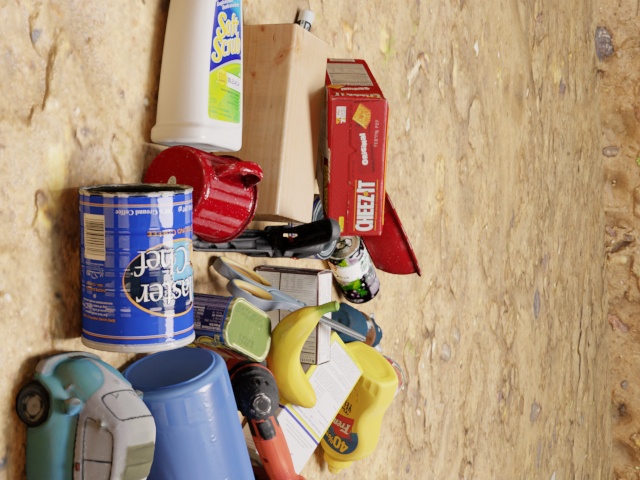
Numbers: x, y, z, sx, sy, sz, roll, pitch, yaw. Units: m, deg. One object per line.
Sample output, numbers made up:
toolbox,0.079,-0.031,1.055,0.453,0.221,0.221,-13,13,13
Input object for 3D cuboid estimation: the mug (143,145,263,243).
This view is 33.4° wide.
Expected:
mug,-0.112,-0.051,1.057,0.081,0.117,0.093,16,60,-59

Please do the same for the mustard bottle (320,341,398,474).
mustard bottle,0.041,0.236,1.426,0.058,0.096,0.192,-11,128,-38

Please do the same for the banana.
banana,-0.027,0.131,1.182,0.198,0.069,0.037,102,-3,-50

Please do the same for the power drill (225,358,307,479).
power drill,-0.051,0.218,1.147,0.184,0.057,0.187,-152,-137,-79

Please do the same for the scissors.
scissors,-0.031,0.077,1.178,0.016,0.201,0.096,-57,-170,14

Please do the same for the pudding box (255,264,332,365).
pudding box,-0.034,0.088,1.265,0.039,0.090,0.113,-12,105,-63

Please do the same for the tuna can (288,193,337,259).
tuna can,-0.007,-0.018,1.368,0.086,0.034,0.086,-17,109,-63

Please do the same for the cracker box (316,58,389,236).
cracker box,0.035,-0.117,1.279,0.214,0.072,0.164,-102,-168,-68

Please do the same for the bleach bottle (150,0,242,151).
bleach bottle,-0.118,-0.219,1.076,0.102,0.068,0.251,4,88,-65

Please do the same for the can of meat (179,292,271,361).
can of meat,-0.108,0.089,1.116,0.102,0.084,0.057,41,58,-59

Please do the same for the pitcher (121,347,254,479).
pitcher,-0.135,0.238,1.050,0.149,0.145,0.243,-72,154,-70

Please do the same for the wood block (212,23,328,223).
wood block,-0.058,-0.127,1.182,0.090,0.090,0.206,12,83,-64

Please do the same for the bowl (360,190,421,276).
bowl,0.083,-0.013,1.483,0.162,0.055,0.162,-27,93,-89

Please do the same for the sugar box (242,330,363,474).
sugar box,-0.023,0.201,1.300,0.176,0.048,0.093,-53,134,-20

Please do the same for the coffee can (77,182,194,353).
coffee can,-0.166,0.022,0.964,0.102,0.103,0.140,-15,107,-63

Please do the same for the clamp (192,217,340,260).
clamp,-0.058,0.001,1.195,0.210,0.164,0.036,66,21,-84

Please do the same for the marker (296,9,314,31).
marker,-0.030,-0.226,1.304,0.020,0.020,0.121,47,52,-57
